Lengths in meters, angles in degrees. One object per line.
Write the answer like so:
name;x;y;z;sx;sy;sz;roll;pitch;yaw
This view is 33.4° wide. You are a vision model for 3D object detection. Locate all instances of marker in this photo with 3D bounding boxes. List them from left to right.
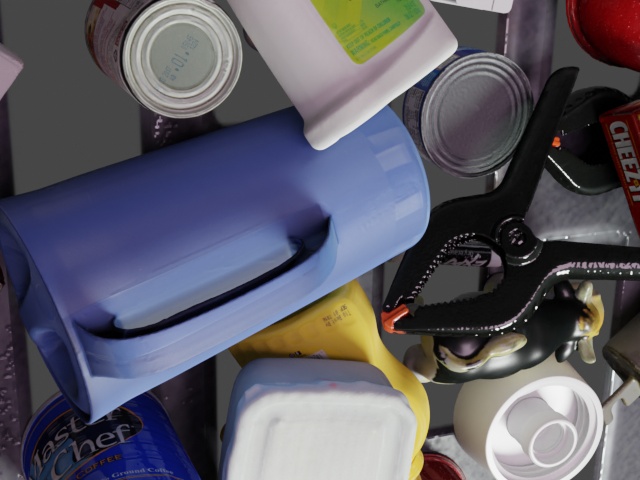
marker;0.103;0.010;0.769;0.121;0.020;0.020;3;107;-24

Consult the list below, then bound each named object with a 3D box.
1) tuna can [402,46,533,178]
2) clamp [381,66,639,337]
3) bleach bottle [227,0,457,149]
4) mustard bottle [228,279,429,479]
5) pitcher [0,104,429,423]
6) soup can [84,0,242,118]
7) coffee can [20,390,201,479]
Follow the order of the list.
tuna can;0.099;-0.088;0.724;0.086;0.034;0.086;-7;111;-20
clamp;0.136;0.006;0.690;0.210;0.036;0.164;-38;77;-4
bleach bottle;-0.034;-0.179;0.582;0.102;0.068;0.251;-40;96;-33
mustard bottle;0.022;0.111;0.742;0.096;0.058;0.191;-23;120;18
pitcher;-0.054;0.001;0.621;0.242;0.149;0.145;-24;159;-22
soup can;-0.090;-0.111;0.599;0.068;0.102;0.068;-7;111;-20
coffee can;-0.125;0.160;0.660;0.102;0.140;0.103;-7;111;-20
